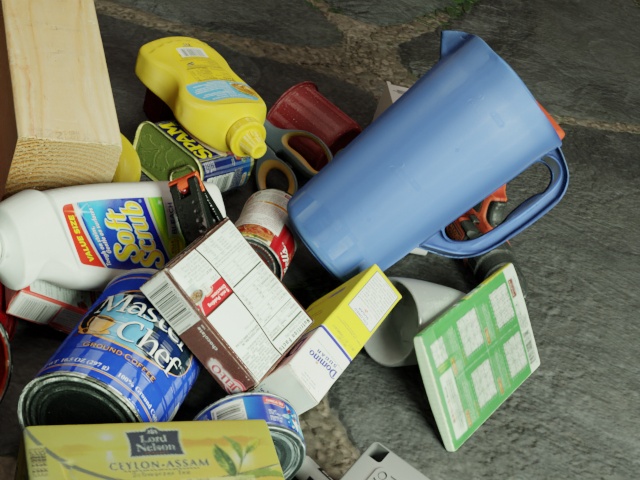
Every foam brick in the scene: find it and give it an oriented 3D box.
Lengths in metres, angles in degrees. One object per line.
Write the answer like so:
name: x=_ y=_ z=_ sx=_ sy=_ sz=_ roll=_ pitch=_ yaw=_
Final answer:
foam brick: x=-0.154 y=-0.159 z=1.218 sx=0.078 sy=0.053 sz=0.051 roll=-4 pitch=40 yaw=-31

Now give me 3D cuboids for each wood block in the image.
wood block: x=-0.244 y=-0.132 z=0.961 sx=0.090 sy=0.091 sz=0.206 roll=3 pitch=49 yaw=-26

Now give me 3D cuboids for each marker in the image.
marker: x=0.026 y=0.210 z=0.814 sx=0.121 sy=0.020 sz=0.020 roll=39 pitch=38 yaw=26

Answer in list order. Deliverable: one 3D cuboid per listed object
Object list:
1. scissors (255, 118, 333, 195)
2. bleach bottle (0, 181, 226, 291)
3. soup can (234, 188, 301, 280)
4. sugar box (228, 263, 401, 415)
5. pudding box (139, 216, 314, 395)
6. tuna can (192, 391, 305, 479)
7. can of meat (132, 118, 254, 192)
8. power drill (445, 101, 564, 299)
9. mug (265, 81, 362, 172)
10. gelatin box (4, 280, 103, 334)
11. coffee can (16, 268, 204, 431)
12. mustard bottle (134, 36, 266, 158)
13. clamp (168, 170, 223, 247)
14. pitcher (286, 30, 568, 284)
scissors: x=-0.074 y=-0.109 z=1.166 sx=0.202 sy=0.096 sz=0.016 roll=32 pitch=-2 yaw=25
bleach bottle: x=-0.183 y=0.004 z=0.887 sx=0.068 sy=0.102 sz=0.250 roll=-5 pitch=2 yaw=38
soup can: x=-0.057 y=0.001 z=1.026 sx=0.068 sy=0.069 sz=0.102 roll=21 pitch=33 yaw=3
sugar box: x=-0.007 y=0.092 z=0.895 sx=0.048 sy=0.093 sz=0.176 roll=52 pitch=36 yaw=-3
pudding box: x=-0.069 y=0.050 z=0.815 sx=0.113 sy=0.039 sz=0.089 roll=52 pitch=40 yaw=-6
tuna can: x=-0.055 y=0.154 z=0.795 sx=0.086 sy=0.086 sz=0.034 roll=4 pitch=38 yaw=-21
can of meat: x=-0.133 y=-0.089 z=1.127 sx=0.102 sy=0.057 sz=0.083 roll=38 pitch=35 yaw=26
power drill: x=0.188 y=-0.047 z=1.107 sx=0.057 sy=0.188 sz=0.184 roll=3 pitch=34 yaw=-22
mug: x=-0.004 y=-0.116 z=1.214 sx=0.081 sy=0.093 sz=0.117 roll=41 pitch=3 yaw=21
gelatin box: x=-0.221 y=0.042 z=0.899 sx=0.089 sy=0.030 sz=0.073 roll=25 pitch=27 yaw=-33
coffee can: x=-0.149 y=0.100 z=0.809 sx=0.103 sy=0.103 sz=0.140 roll=22 pitch=34 yaw=4
mustard bottle: x=-0.112 y=-0.144 z=1.114 sx=0.096 sy=0.058 sz=0.192 roll=-6 pitch=39 yaw=-38
clamp: x=-0.082 y=0.028 z=0.889 sx=0.039 sy=0.171 sz=0.120 roll=-27 pitch=12 yaw=1
pitcher: x=0.097 y=-0.059 z=0.986 sx=0.144 sy=0.243 sz=0.149 roll=42 pitch=12 yaw=-43
